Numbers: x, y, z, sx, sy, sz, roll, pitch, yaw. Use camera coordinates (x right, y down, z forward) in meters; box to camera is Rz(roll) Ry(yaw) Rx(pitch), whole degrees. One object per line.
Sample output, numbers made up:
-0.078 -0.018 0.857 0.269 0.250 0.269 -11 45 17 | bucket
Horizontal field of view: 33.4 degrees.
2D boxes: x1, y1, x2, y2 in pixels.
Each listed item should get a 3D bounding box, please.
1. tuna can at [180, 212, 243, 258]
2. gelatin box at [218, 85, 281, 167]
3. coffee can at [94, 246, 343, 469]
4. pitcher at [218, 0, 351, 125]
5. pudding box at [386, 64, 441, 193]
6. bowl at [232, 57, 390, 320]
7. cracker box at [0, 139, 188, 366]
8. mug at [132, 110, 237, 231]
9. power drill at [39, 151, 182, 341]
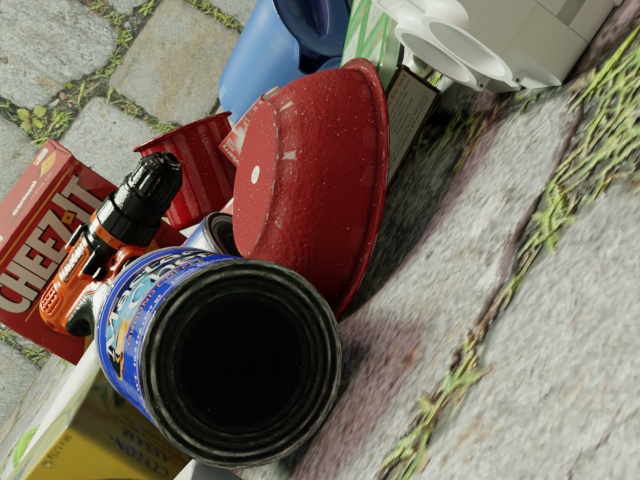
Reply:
-0.054 0.020 0.729 0.034 0.086 0.086 -50 13 19 | tuna can
-0.032 -0.069 0.876 0.030 0.089 0.073 -39 -3 -46 | gelatin box
-0.060 0.057 0.576 0.103 0.102 0.140 -57 18 -10 | coffee can
-0.026 -0.217 1.180 0.149 0.145 0.243 -26 -7 -28 | pitcher
0.027 -0.056 0.736 0.090 0.039 0.113 -26 34 62 | pudding box
-0.014 -0.033 0.633 0.162 0.055 0.162 -172 90 -72 | bowl
-0.215 0.033 1.020 0.164 0.213 0.072 -55 37 -6 | cracker box
-0.115 -0.055 0.941 0.117 0.081 0.093 -19 5 32 | mug
-0.139 0.046 0.831 0.185 0.057 0.188 -53 48 22 | power drill
